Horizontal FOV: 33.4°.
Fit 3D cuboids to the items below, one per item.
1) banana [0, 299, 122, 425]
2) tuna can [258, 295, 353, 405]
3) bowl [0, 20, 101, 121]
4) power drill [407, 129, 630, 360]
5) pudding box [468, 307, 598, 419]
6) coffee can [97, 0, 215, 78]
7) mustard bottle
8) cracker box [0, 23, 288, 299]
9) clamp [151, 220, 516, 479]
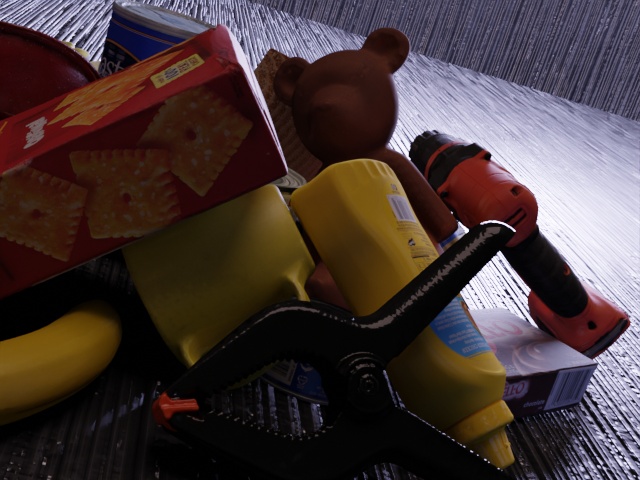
[{"bbox_3d":[-0.149,0.058,0.513,0.070,0.037,0.197,28,19,26],"label":"banana"},{"bbox_3d":[-0.003,0.065,0.650,0.086,0.034,0.086,17,16,-5],"label":"tuna can"},{"bbox_3d":[-0.250,-0.104,0.818,0.162,0.055,0.162,3,-22,1],"label":"bowl"},{"bbox_3d":[0.149,0.000,0.830,0.187,0.057,0.184,46,5,-24],"label":"power drill"},{"bbox_3d":[0.115,0.081,0.716,0.113,0.039,0.090,2,23,-43],"label":"pudding box"},{"bbox_3d":[-0.146,-0.125,0.926,0.102,0.140,0.103,17,16,-5],"label":"coffee can"},{"bbox_3d":[0.056,0.046,0.618,0.192,0.058,0.096,61,19,14],"label":"mustard bottle"},{"bbox_3d":[-0.133,-0.045,0.602,0.213,0.072,0.164,-22,20,1],"label":"cracker box"},{"bbox_3d":[0.022,0.065,0.535,0.209,0.164,0.036,3,-18,-16],"label":"clamp"}]
